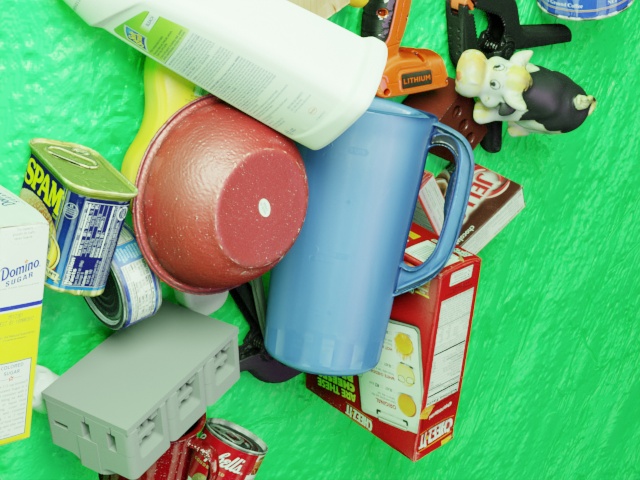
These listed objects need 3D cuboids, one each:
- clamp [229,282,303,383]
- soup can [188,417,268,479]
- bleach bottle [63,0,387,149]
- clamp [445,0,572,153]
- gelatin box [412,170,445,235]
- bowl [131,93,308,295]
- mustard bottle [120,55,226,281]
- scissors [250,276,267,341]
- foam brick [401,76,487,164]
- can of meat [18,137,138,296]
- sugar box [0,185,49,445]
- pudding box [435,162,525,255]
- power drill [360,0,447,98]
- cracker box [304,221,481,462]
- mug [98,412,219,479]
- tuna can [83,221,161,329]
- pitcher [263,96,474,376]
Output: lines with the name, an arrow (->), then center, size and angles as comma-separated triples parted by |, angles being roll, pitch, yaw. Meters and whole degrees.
clamp -> -0.064, 0.107, 1.041 | 0.171, 0.039, 0.120 | 31, 95, -45
soup can -> -0.104, 0.236, 1.054 | 0.068, 0.069, 0.102 | 20, 98, -51
bleach bottle -> -0.084, -0.155, 0.747 | 0.250, 0.103, 0.068 | 27, 61, -17
clamp -> 0.191, -0.207, 1.117 | 0.164, 0.036, 0.209 | -53, 140, -8
gelatin box -> 0.092, -0.046, 1.084 | 0.030, 0.073, 0.089 | -49, 140, -13
bowl -> -0.061, -0.030, 0.813 | 0.161, 0.055, 0.162 | -16, 114, -41
mustard bottle -> -0.106, -0.061, 0.844 | 0.096, 0.058, 0.191 | 12, 93, -30
scissors -> -0.056, 0.001, 0.973 | 0.201, 0.016, 0.096 | 73, 31, -45
foam brick -> 0.127, -0.125, 1.089 | 0.053, 0.051, 0.078 | -51, 140, -12
can of meat -> -0.185, -0.018, 0.784 | 0.057, 0.102, 0.084 | 6, 112, -39
sugar box -> -0.242, 0.051, 0.772 | 0.048, 0.093, 0.176 | -8, 119, -45
pudding box -> 0.149, -0.031, 1.140 | 0.113, 0.090, 0.039 | -44, 139, -18
power drill -> 0.090, -0.233, 0.981 | 0.184, 0.057, 0.188 | -16, 121, -36
cracker box -> 0.069, 0.085, 1.068 | 0.071, 0.164, 0.214 | -19, 125, -39
mug -> -0.143, 0.186, 0.950 | 0.093, 0.117, 0.081 | -46, 153, -60
tuna can -> -0.164, 0.027, 0.847 | 0.033, 0.086, 0.086 | -25, 130, -33
pitcher -> 0.029, -0.006, 0.946 | 0.144, 0.149, 0.243 | 0, 105, -34
